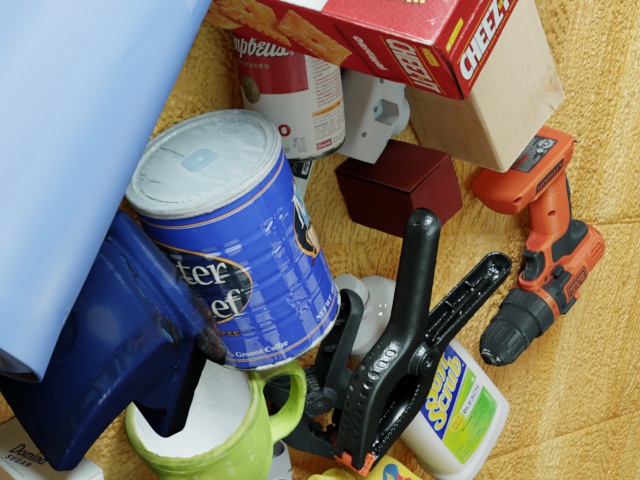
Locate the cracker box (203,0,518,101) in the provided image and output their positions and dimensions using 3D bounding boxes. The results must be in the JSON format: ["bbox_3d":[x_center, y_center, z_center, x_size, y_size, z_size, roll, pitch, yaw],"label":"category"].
[{"bbox_3d":[0.021,-0.187,0.611,0.164,0.214,0.072,-62,149,-9],"label":"cracker box"}]

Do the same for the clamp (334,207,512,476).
[{"bbox_3d":[0.076,0.082,0.822,0.164,0.036,0.210,12,104,-55],"label":"clamp"}]

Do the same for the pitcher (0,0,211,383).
[{"bbox_3d":[-0.151,-0.057,0.548,0.144,0.149,0.242,44,62,-43],"label":"pitcher"}]

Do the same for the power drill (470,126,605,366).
[{"bbox_3d":[0.192,0.003,0.986,0.184,0.057,0.187,-47,136,-27],"label":"power drill"}]

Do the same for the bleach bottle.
[{"bbox_3d":[0.074,0.112,0.905,0.102,0.068,0.250,-56,134,-14],"label":"bleach bottle"}]

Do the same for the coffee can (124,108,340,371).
[{"bbox_3d":[-0.055,0.001,0.695,0.102,0.103,0.140,-42,132,-26],"label":"coffee can"}]

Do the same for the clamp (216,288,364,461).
[{"bbox_3d":[0.001,0.108,0.820,0.120,0.039,0.171,-27,136,7],"label":"clamp"}]

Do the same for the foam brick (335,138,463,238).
[{"bbox_3d":[0.061,-0.040,0.816,0.053,0.078,0.051,-41,130,-27],"label":"foam brick"}]

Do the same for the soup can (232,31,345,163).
[{"bbox_3d":[-0.021,-0.110,0.710,0.068,0.069,0.102,-29,126,-35],"label":"soup can"}]

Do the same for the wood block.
[{"bbox_3d":[0.099,-0.161,0.797,0.090,0.090,0.206,-50,135,-19],"label":"wood block"}]
